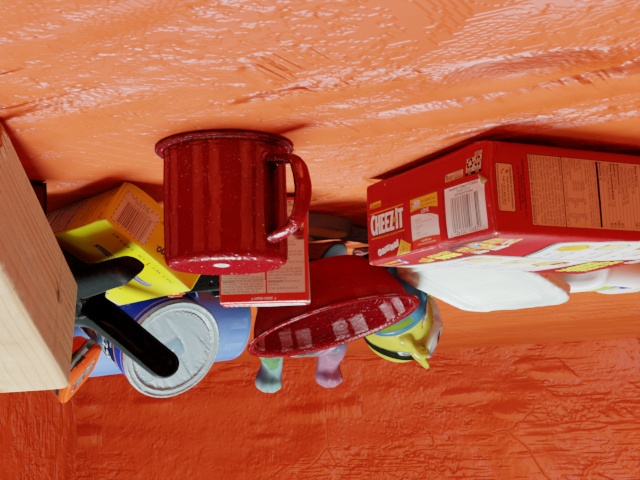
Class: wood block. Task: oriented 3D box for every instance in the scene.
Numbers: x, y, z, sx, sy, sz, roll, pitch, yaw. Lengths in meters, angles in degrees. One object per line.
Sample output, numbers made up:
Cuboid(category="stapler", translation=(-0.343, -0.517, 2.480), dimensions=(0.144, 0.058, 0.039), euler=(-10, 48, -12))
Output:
Cuboid(category="wood block", translation=(-0.227, 0.020, 0.699), dimensions=(0.090, 0.091, 0.206), euler=(-2, 150, 0))

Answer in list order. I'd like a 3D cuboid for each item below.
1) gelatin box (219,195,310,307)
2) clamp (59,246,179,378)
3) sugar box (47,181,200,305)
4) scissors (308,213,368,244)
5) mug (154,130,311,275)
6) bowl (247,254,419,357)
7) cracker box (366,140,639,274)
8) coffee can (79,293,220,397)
Cuboid(category="gelatin box", translation=(-0.046, 0.009, 0.873), dimensions=(0.073, 0.089, 0.030), euler=(-2, 172, 2))
Cuboid(category="clamp", translation=(-0.184, 0.051, 0.855), dimensions=(0.172, 0.120, 0.039), euler=(12, -141, 39))
Cuboid(category="sugar box", translation=(-0.177, 0.011, 0.880), dimensions=(0.093, 0.048, 0.177), euler=(43, 145, -24))
Cuboid(category="scissors", translation=(0.020, -0.004, 1.032), dimensions=(0.096, 0.016, 0.201), euler=(-5, 170, 30))
Cuboid(category="mug", translation=(-0.053, -0.023, 0.702), dimensions=(0.117, 0.081, 0.093), euler=(-8, 168, 35))
Cuboid(category="bowl", translation=(0.005, 0.055, 0.967), dimensions=(0.162, 0.055, 0.162), euler=(-15, 163, -5))
Cuboid(category="cracker box", translation=(0.166, -0.020, 0.797), dimensions=(0.213, 0.072, 0.164), euler=(2, 170, -27))
Cuboid(category="coffee can", translation=(-0.180, 0.082, 1.085), dimensions=(0.102, 0.103, 0.140), euler=(6, -163, -38))
